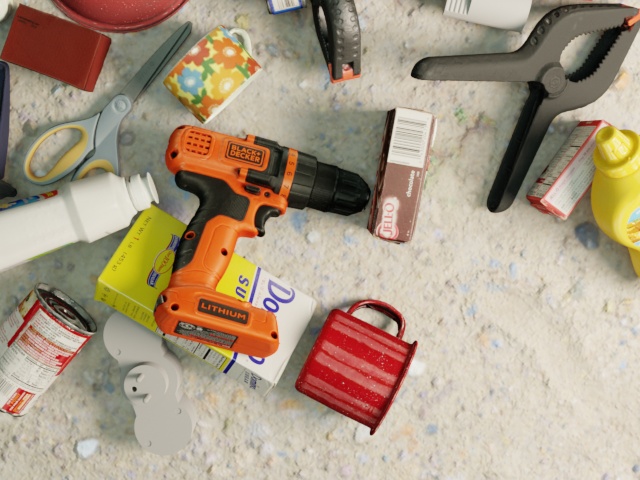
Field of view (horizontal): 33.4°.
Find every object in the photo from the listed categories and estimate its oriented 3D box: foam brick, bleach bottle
[{"bbox_3d":[-0.229,-0.167,0.931,0.078,0.051,0.053,21,94,-2],"label":"foam brick"},{"bbox_3d":[-0.262,-0.007,0.923,0.251,0.102,0.068,-18,99,0],"label":"bleach bottle"}]

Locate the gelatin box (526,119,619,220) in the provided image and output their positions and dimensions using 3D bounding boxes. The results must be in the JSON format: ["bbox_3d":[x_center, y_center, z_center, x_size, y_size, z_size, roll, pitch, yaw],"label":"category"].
[{"bbox_3d":[0.221,-0.062,0.928,0.030,0.073,0.089,35,94,-3],"label":"gelatin box"}]

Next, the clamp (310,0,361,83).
[{"bbox_3d":[0.008,-0.219,0.896,0.039,0.120,0.171,-16,99,-3],"label":"clamp"}]

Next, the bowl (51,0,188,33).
[{"bbox_3d":[-0.179,-0.263,0.921,0.162,0.055,0.162,0,95,0],"label":"bowl"}]

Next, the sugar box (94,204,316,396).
[{"bbox_3d":[-0.099,0.052,0.934,0.176,0.048,0.093,29,59,-1],"label":"sugar box"}]

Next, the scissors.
[{"bbox_3d":[-0.173,-0.100,0.955,0.202,0.016,0.096,-34,96,3],"label":"scissors"}]

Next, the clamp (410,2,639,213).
[{"bbox_3d":[0.195,-0.131,0.930,0.210,0.036,0.164,-31,119,-7],"label":"clamp"}]

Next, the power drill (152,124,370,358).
[{"bbox_3d":[-0.056,0.001,0.909,0.184,0.057,0.187,14,64,-7],"label":"power drill"}]

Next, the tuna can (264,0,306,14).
[{"bbox_3d":[-0.037,-0.237,0.907,0.034,0.086,0.086,-12,95,3],"label":"tuna can"}]

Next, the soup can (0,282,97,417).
[{"bbox_3d":[-0.257,0.098,0.947,0.068,0.068,0.102,40,94,-3],"label":"soup can"}]

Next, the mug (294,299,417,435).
[{"bbox_3d":[0.034,0.102,0.943,0.081,0.093,0.117,26,64,2],"label":"mug"}]

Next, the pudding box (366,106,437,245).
[{"bbox_3d":[0.068,-0.057,0.921,0.039,0.090,0.113,12,95,-3],"label":"pudding box"}]
